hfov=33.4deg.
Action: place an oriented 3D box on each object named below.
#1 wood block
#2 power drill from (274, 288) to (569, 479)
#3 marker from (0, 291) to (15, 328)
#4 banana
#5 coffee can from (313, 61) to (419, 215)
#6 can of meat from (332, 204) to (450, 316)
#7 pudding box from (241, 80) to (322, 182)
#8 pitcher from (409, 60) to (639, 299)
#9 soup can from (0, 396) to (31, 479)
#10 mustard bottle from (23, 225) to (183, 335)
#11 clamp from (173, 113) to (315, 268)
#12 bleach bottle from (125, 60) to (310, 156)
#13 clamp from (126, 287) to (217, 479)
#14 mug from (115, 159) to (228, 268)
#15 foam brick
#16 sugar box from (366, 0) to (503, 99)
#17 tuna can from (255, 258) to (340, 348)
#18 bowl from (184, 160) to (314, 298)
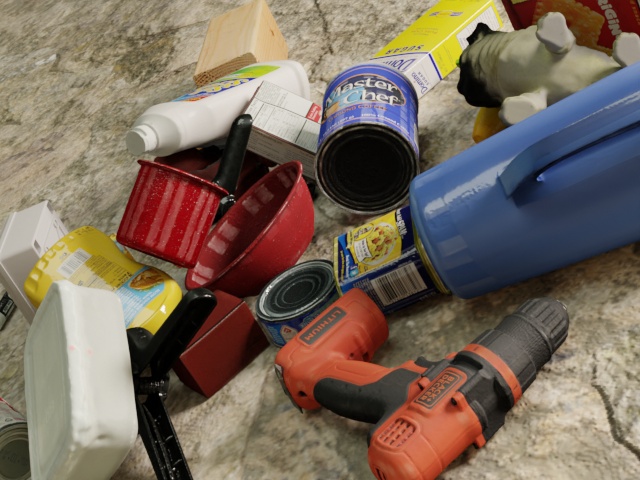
[{"bbox_3d":[-0.105,-0.243,1.460,0.090,0.091,0.206,-21,29,14],"label":"wood block"},{"bbox_3d":[0.067,0.090,0.785,0.184,0.057,0.188,-38,28,-23],"label":"power drill"},{"bbox_3d":[-0.365,0.063,1.271,0.020,0.020,0.121,-17,31,23],"label":"marker"},{"bbox_3d":[0.184,-0.160,1.117,0.070,0.037,0.197,-37,23,22],"label":"banana"},{"bbox_3d":[0.049,-0.105,1.076,0.103,0.102,0.140,-20,29,17],"label":"coffee can"},{"bbox_3d":[0.059,0.019,0.911,0.084,0.057,0.102,-24,27,14],"label":"can of meat"},{"bbox_3d":[-0.032,-0.121,1.177,0.113,0.039,0.090,23,42,1],"label":"pudding box"},{"bbox_3d":[0.192,-0.049,0.812,0.243,0.149,0.145,-24,28,16],"label":"pitcher"},{"bbox_3d":[-0.289,0.181,0.955,0.068,0.068,0.102,-42,31,-23],"label":"soup can"},{"bbox_3d":[-0.186,0.063,1.015,0.192,0.058,0.096,28,61,28],"label":"mustard bottle"},{"bbox_3d":[-0.087,-0.033,1.114,0.171,0.120,0.039,-53,22,2],"label":"clamp"},{"bbox_3d":[-0.122,-0.147,1.228,0.103,0.068,0.250,3,22,35],"label":"bleach bottle"},{"bbox_3d":[-0.146,0.131,0.893,0.210,0.036,0.164,-15,68,56],"label":"clamp"},{"bbox_3d":[-0.141,-0.021,1.028,0.093,0.117,0.081,18,84,19],"label":"mug"},{"bbox_3d":[-0.095,0.090,0.940,0.078,0.053,0.051,-40,30,-22],"label":"foam brick"},{"bbox_3d":[0.123,-0.223,1.262,0.176,0.048,0.093,-40,30,-22],"label":"sugar box"},{"bbox_3d":[-0.014,0.055,0.943,0.086,0.033,0.086,-22,29,13],"label":"tuna can"},{"bbox_3d":[-0.057,0.001,1.019,0.162,0.055,0.162,-42,18,17],"label":"bowl"}]
